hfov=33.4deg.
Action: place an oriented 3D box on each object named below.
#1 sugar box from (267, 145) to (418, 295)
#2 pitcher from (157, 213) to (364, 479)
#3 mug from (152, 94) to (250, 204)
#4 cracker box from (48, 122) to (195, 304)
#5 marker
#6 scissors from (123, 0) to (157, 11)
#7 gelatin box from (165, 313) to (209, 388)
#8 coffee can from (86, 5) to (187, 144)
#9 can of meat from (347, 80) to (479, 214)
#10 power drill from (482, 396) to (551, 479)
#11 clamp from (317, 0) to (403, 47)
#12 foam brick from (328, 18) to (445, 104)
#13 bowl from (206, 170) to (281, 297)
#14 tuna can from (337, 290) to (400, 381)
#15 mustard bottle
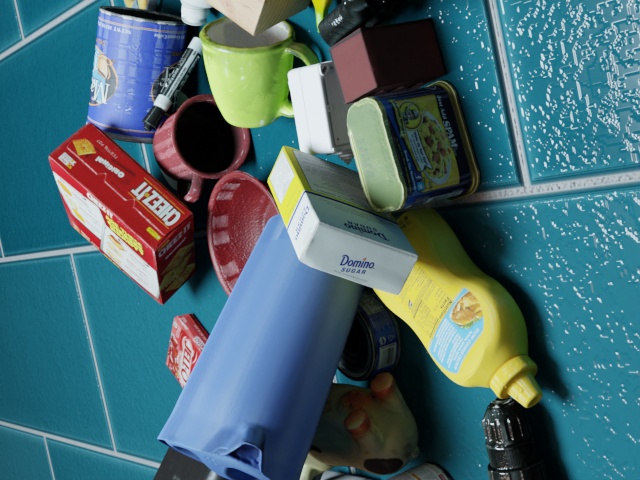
[{"bbox_3d":[0.014,-0.020,0.916,0.048,0.093,0.176,-64,20,20],"label":"sugar box"},{"bbox_3d":[-0.046,0.104,0.992,0.149,0.144,0.242,10,69,35],"label":"pitcher"},{"bbox_3d":[-0.138,-0.097,1.187,0.082,0.093,0.117,-12,69,61],"label":"mug"},{"bbox_3d":[-0.226,-0.026,1.257,0.164,0.072,0.214,41,161,9],"label":"cracker box"},{"bbox_3d":[-0.164,-0.174,1.198,0.020,0.020,0.121,13,70,53],"label":"marker"},{"bbox_3d":[-0.221,-0.254,1.310,0.096,0.016,0.202,28,120,52],"label":"scissors"},{"bbox_3d":[-0.166,0.150,1.378,0.073,0.030,0.089,48,137,35],"label":"gelatin box"},{"bbox_3d":[-0.212,-0.192,1.234,0.103,0.102,0.140,29,114,47],"label":"coffee can"},{"bbox_3d":[0.076,-0.077,0.897,0.058,0.083,0.102,-18,87,56],"label":"can of meat"},{"bbox_3d":[0.209,0.217,0.841,0.188,0.057,0.184,-4,102,58],"label":"power drill"},{"bbox_3d":[0.053,-0.205,0.895,0.039,0.120,0.172,65,166,-3],"label":"clamp"},{"bbox_3d":[0.056,-0.152,0.905,0.053,0.078,0.051,-20,86,58],"label":"foam brick"},{"bbox_3d":[-0.057,0.001,1.142,0.162,0.055,0.162,23,119,49],"label":"bowl"},{"bbox_3d":[0.040,0.096,1.058,0.086,0.033,0.086,25,122,49],"label":"tuna can"},{"bbox_3d":[0.121,0.066,0.908,0.192,0.058,0.096,51,133,32],"label":"mustard bottle"}]
